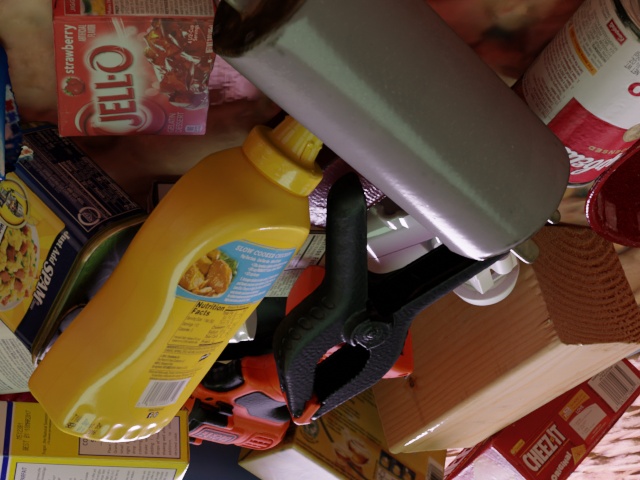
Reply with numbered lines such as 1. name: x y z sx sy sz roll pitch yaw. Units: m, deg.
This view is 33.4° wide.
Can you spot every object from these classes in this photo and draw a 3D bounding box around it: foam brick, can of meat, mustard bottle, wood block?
1. foam brick: 0.008 -0.048 0.571 0.051 0.053 0.078 13 144 -36
2. can of meat: -0.141 0.001 0.553 0.057 0.084 0.102 -25 154 -55
3. mustard bottle: -0.059 0.014 0.530 0.192 0.058 0.096 -52 153 16
4. wood block: 0.129 0.079 0.793 0.090 0.091 0.206 2 150 -32

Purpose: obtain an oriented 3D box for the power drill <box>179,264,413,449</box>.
1. power drill: -0.047 0.081 0.711 0.188 0.057 0.184 -28 145 34

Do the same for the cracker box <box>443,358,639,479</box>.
1. cracker box: 0.180 0.192 0.970 0.164 0.072 0.214 -38 167 -32

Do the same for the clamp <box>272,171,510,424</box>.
1. clamp: 0.034 0.037 0.598 0.120 0.039 0.172 9 129 -22

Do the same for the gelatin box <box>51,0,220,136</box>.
1. gelatin box: -0.087 -0.083 0.500 0.073 0.030 0.089 -2 151 -13

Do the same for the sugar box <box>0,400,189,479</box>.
1. sugar box: -0.180 0.143 0.694 0.176 0.048 0.093 8 140 -16
